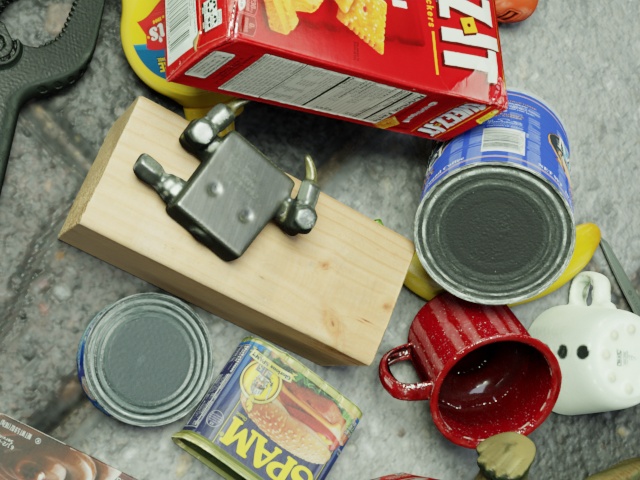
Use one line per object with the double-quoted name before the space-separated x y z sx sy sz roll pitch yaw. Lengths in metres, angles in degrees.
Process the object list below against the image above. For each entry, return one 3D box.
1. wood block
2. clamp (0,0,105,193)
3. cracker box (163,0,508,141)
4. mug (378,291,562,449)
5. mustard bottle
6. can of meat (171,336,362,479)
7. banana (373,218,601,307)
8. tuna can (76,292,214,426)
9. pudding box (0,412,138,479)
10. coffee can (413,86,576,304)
"wood block" -0.054 0.000 0.702 0.206 0.091 0.090 27 74 -16
"clamp" -0.220 -0.124 0.680 0.164 0.036 0.209 40 68 -13
"cracker box" 0.012 -0.162 0.643 0.213 0.072 0.164 7 72 -36
"mug" 0.098 0.087 0.746 0.117 0.081 0.093 -10 118 -9
"mustard bottle" -0.088 -0.153 0.705 0.096 0.058 0.191 -12 114 1
"can of meat" -0.033 0.125 0.714 0.102 0.058 0.084 39 69 -13
"banana" 0.132 0.018 0.804 0.197 0.037 0.069 1 83 -22
"tuna can" -0.115 0.078 0.698 0.086 0.034 0.086 3 82 -22
"pudding box" -0.173 0.170 0.660 0.113 0.039 0.090 31 74 -16
"coffee can" 0.121 -0.035 0.734 0.102 0.103 0.140 43 27 -12
